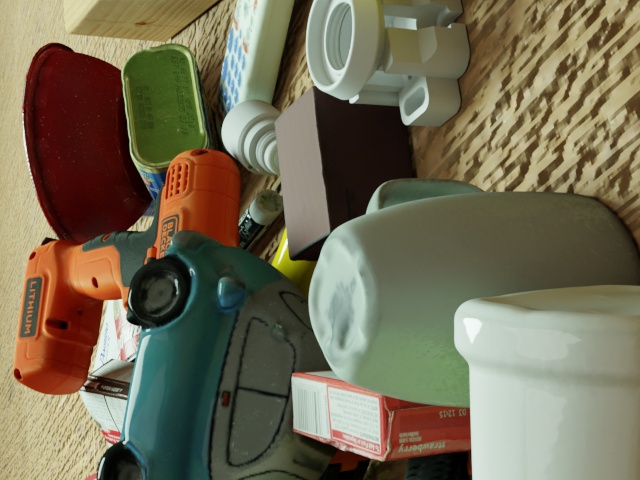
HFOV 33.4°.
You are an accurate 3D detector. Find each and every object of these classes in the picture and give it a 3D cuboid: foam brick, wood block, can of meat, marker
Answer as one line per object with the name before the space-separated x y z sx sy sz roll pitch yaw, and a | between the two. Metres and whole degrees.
foam brick | 0.013 -0.033 0.540 0.051 0.052 0.078 148 119 -61
wood block | -0.125 -0.217 0.791 0.206 0.090 0.090 171 98 -64
can of meat | -0.100 -0.072 0.736 0.084 0.057 0.102 79 179 -65
marker | -0.055 0.001 0.721 0.121 0.020 0.020 133 132 -55

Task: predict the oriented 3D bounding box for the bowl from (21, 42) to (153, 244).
bowl | -0.159 -0.070 0.791 0.162 0.055 0.162 -7 -90 -79

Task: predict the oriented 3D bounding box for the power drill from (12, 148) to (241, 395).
power drill | -0.121 0.049 0.676 0.188 0.057 0.184 -17 60 41

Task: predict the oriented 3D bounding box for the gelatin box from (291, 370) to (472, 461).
gelatin box | 0.038 0.073 0.460 0.089 0.073 0.030 -3 88 64

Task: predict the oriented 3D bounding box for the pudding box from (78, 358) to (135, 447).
pudding box | -0.111 0.140 0.742 0.090 0.039 0.113 0 121 48
